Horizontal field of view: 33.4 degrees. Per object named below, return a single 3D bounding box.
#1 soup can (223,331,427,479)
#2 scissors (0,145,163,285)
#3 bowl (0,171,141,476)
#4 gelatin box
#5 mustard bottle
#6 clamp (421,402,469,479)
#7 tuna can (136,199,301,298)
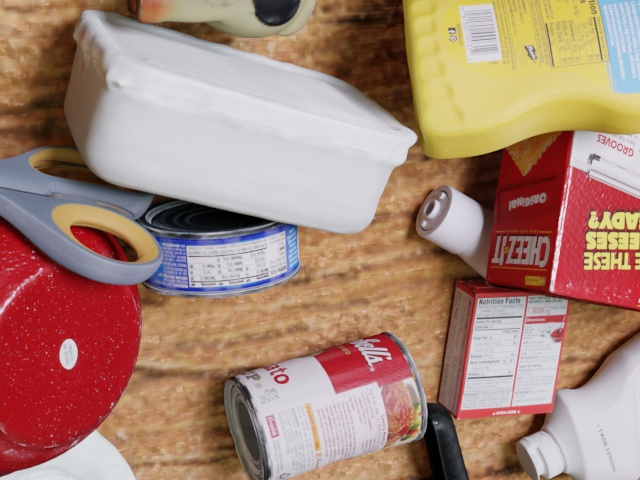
[{"bbox_3d":[0.002,0.099,0.625,0.102,0.069,0.068,-14,111,-19],"label":"soup can"},{"bbox_3d":[-0.151,-0.016,0.466,0.201,0.096,0.016,0,133,-45],"label":"scissors"},{"bbox_3d":[-0.140,0.048,0.517,0.161,0.055,0.162,-19,116,-47],"label":"bowl"},{"bbox_3d":[0.119,0.068,0.690,0.073,0.030,0.089,-1,106,-23],"label":"gelatin box"},{"bbox_3d":[0.141,-0.099,0.540,0.191,0.058,0.096,-7,66,5],"label":"mustard bottle"},{"bbox_3d":[0.087,0.176,0.701,0.171,0.039,0.120,27,107,-32],"label":"clamp"},{"bbox_3d":[-0.054,0.001,0.560,0.086,0.086,0.034,-9,108,-22],"label":"tuna can"}]
